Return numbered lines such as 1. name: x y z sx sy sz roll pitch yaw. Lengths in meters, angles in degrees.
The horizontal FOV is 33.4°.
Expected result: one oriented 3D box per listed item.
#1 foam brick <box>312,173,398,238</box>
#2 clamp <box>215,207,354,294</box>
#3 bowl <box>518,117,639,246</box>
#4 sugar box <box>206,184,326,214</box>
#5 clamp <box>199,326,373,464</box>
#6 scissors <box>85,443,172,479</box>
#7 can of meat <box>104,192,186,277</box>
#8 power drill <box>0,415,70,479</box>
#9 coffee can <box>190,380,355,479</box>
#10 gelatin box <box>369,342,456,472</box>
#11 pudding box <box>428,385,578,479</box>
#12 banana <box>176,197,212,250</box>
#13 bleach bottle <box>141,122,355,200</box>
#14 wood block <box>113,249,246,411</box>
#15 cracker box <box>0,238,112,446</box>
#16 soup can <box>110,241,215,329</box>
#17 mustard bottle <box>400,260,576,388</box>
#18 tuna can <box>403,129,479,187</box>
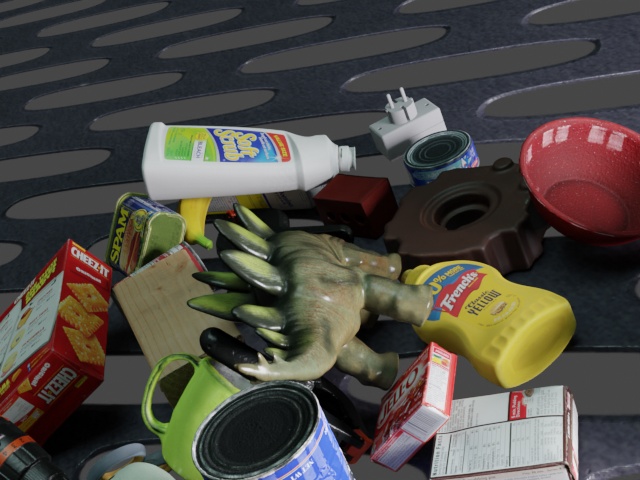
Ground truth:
1. foam brick: 0.042 -0.040 1.227 0.078 0.053 0.051 8 42 43
2. clamp: -0.058 0.002 1.245 0.164 0.036 0.210 -28 28 -5
3. bowl: 0.267 -0.047 1.042 0.162 0.055 0.162 4 48 -5
4. sugar box: -0.072 -0.079 1.374 0.176 0.048 0.093 0 43 31
5. clamp: -0.029 0.127 0.934 0.120 0.039 0.172 -4 41 -51
6. scissors: -0.223 0.235 0.955 0.201 0.096 0.016 -26 61 -9
7. can of meat: -0.212 0.002 1.294 0.057 0.102 0.084 6 13 -39
8. power drill: -0.317 0.243 0.935 0.185 0.057 0.187 34 88 20
9. coffee can: -0.024 0.193 0.818 0.103 0.140 0.103 -17 31 10
10. gelatin box: 0.077 0.140 0.895 0.089 0.030 0.073 -54 11 38
11. pudding box: 0.146 0.163 0.849 0.114 0.039 0.090 -13 32 22
12. banana: -0.138 -0.063 1.334 0.070 0.037 0.197 4 53 16
13. bleach bottle: -0.083 -0.099 1.288 0.251 0.068 0.102 -2 43 4
14. wood block: -0.134 0.103 1.086 0.090 0.091 0.206 -29 31 -9
15. cracker box: -0.298 0.121 1.139 0.164 0.072 0.214 -45 26 17
16. soup can: -0.181 0.056 1.215 0.102 0.068 0.069 -33 32 -16
17. mustard bottle: 0.138 0.064 0.991 0.096 0.058 0.192 -39 33 -16
18. tuna can: 0.142 -0.095 1.263 0.086 0.033 0.086 -17 31 11
